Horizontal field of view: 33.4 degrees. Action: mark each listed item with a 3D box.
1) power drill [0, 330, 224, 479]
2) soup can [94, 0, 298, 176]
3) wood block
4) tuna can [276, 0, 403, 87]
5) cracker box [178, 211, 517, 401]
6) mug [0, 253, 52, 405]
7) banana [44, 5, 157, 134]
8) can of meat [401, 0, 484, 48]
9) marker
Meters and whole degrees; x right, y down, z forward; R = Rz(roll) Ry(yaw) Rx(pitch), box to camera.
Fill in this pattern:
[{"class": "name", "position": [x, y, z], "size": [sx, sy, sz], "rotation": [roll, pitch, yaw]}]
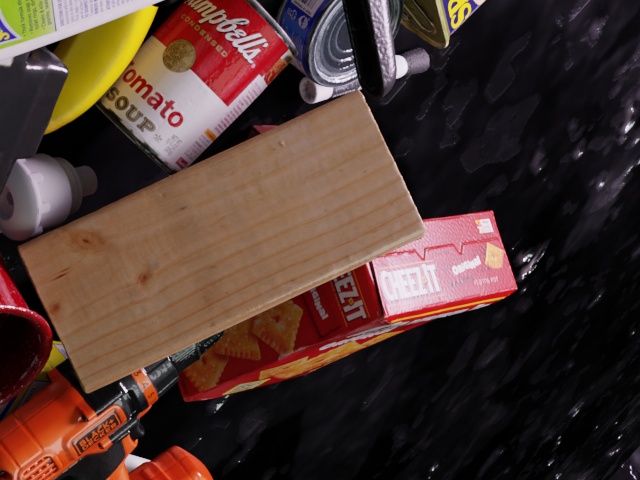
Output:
[{"class": "power drill", "position": [-0.128, 0.135, 0.737], "size": [0.184, 0.057, 0.187], "rotation": [-35, 142, -20]}, {"class": "soup can", "position": [-0.072, -0.094, 0.610], "size": [0.102, 0.069, 0.068], "rotation": [-46, 151, -1]}, {"class": "wood block", "position": [-0.054, 0.001, 0.620], "size": [0.206, 0.090, 0.091], "rotation": [-25, 180, -3]}, {"class": "tuna can", "position": [0.014, -0.143, 0.697], "size": [0.086, 0.034, 0.086], "rotation": [-33, 148, -24]}, {"class": "cracker box", "position": [0.012, 0.050, 0.794], "size": [0.214, 0.072, 0.163], "rotation": [-26, 168, 41]}, {"class": "mug", "position": [-0.199, 0.044, 0.587], "size": [0.093, 0.081, 0.117], "rotation": [-37, 148, 2]}, {"class": "banana", "position": [-0.111, -0.138, 0.542], "size": [0.069, 0.037, 0.198], "rotation": [4, 127, -16]}, {"class": "can of meat", "position": [0.086, -0.193, 0.710], "size": [0.084, 0.057, 0.102], "rotation": [-46, 151, -8]}, {"class": "marker", "position": [0.035, -0.120, 0.769], "size": [0.120, 0.020, 0.020], "rotation": [-21, 142, -38]}]
